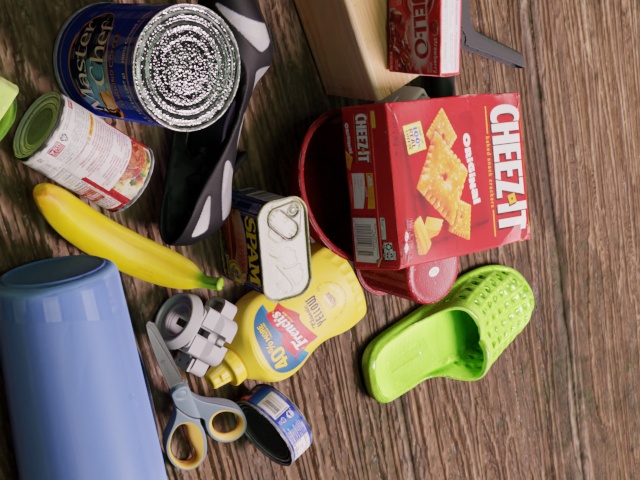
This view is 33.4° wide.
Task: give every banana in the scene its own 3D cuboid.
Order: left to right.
[{"bbox_3d":[-0.181,0.000,0.963,0.197,0.070,0.037,28,57,-31],"label":"banana"}]

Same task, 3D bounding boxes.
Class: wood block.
[{"bbox_3d":[0.031,-0.254,1.064,0.090,0.090,0.206,-35,121,-27],"label":"wood block"}]

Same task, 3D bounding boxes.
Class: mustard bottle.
[{"bbox_3d":[-0.043,0.089,1.102,0.191,0.058,0.096,-37,114,-27],"label":"mustard bottle"}]

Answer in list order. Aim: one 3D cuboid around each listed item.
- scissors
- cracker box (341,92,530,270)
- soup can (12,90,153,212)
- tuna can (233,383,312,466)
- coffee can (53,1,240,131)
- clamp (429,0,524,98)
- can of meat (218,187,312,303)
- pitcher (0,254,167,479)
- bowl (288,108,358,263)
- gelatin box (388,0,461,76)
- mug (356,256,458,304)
[{"bbox_3d":[-0.118,0.145,1.035,0.096,0.016,0.202,-14,129,-22],"label":"scissors"},{"bbox_3d":[0.124,-0.065,1.099,0.213,0.072,0.164,-11,98,-41],"label":"cracker box"},{"bbox_3d":[-0.205,-0.076,0.924,0.102,0.069,0.068,32,79,-39],"label":"soup can"},{"bbox_3d":[-0.049,0.190,1.102,0.033,0.086,0.086,-40,122,-28],"label":"tuna can"},{"bbox_3d":[-0.149,-0.150,0.905,0.102,0.141,0.103,-10,106,-38],"label":"coffee can"},{"bbox_3d":[0.139,-0.214,1.196,0.164,0.036,0.209,-54,126,-17],"label":"clamp"},{"bbox_3d":[-0.057,0.001,1.051,0.057,0.084,0.102,-15,110,-33],"label":"can of meat"},{"bbox_3d":[-0.208,0.138,0.943,0.144,0.149,0.243,-13,105,-21],"label":"pitcher"},{"bbox_3d":[0.019,-0.052,1.105,0.161,0.055,0.162,11,74,-43],"label":"bowl"},{"bbox_3d":[0.099,-0.204,1.022,0.030,0.073,0.089,-11,107,-37],"label":"gelatin box"},{"bbox_3d":[0.094,0.016,1.182,0.093,0.082,0.117,-48,126,-21],"label":"mug"}]
